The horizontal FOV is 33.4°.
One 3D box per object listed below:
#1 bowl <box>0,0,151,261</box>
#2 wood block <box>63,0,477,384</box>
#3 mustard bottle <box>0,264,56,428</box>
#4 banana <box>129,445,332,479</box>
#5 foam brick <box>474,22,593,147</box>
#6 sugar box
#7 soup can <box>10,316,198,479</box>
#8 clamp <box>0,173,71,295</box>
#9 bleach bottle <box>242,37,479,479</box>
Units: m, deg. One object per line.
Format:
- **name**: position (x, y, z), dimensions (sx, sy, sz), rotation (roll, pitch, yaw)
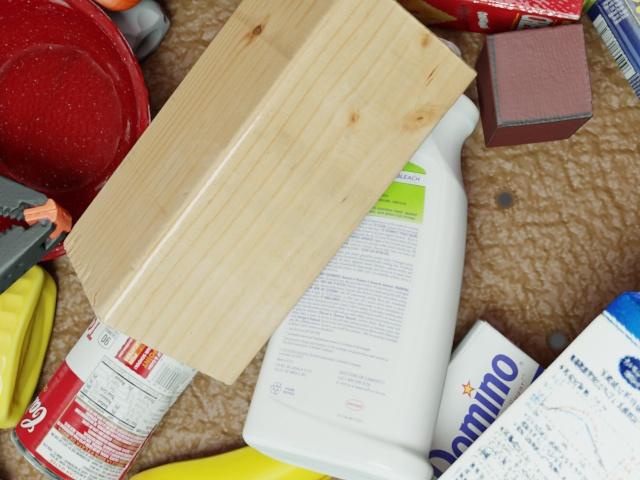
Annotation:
- **bowl**: position (-0.167, -0.070, 0.619), dimensions (0.162, 0.055, 0.162), rotation (1, 97, 11)
- **wood block**: position (-0.031, -0.041, 0.554), dimensions (0.090, 0.091, 0.206), rotation (32, 100, -36)
- **mustard bottle**: position (-0.259, 0.046, 0.624), dimensions (0.191, 0.058, 0.096), rotation (9, 74, 6)
- **banana**: position (-0.018, 0.112, 0.615), dimensions (0.198, 0.037, 0.070), rotation (-37, 64, -1)
- **foam brick**: position (0.117, -0.084, 0.596), dimensions (0.051, 0.078, 0.053), rotation (-7, 87, 3)
- **sugar box**: position (0.130, 0.133, 0.594), dimensions (0.176, 0.048, 0.093), rotation (38, 91, 5)
- **soup can**: position (-0.117, 0.087, 0.606), dimensions (0.068, 0.068, 0.102), rotation (36, 89, 6)
- **clamp**: position (-0.244, -0.004, 0.585), dimensions (0.210, 0.036, 0.164), rotation (-17, 78, 2)
- **bleach bottle**: position (0.040, 0.003, 0.584), dimensions (0.103, 0.068, 0.250), rotation (11, 72, 21)
